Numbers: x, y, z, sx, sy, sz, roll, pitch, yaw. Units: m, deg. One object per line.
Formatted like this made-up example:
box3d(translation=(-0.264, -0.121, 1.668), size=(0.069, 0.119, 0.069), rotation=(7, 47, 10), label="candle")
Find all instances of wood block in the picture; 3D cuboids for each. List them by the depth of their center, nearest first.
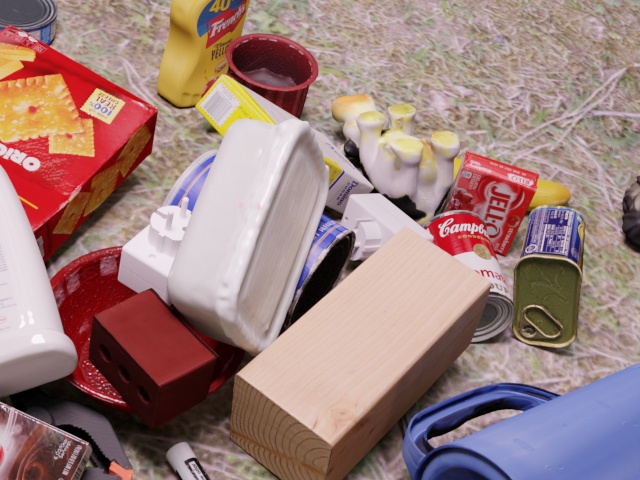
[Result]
box3d(translation=(0.033, 0.092, 0.831), size=(0.091, 0.090, 0.205), rotation=(34, 52, 21), label="wood block")

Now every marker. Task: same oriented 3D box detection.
box3d(translation=(-0.073, 0.195, 0.759), size=(0.020, 0.020, 0.121), rotation=(-18, 54, -32), label="marker")

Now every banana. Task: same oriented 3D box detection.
box3d(translation=(0.161, -0.065, 1.089), size=(0.198, 0.037, 0.069), rotation=(20, 42, 3), label="banana")

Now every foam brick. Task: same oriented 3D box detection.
box3d(translation=(-0.119, 0.083, 0.753), size=(0.051, 0.053, 0.078), rotation=(-28, 58, -38), label="foam brick")

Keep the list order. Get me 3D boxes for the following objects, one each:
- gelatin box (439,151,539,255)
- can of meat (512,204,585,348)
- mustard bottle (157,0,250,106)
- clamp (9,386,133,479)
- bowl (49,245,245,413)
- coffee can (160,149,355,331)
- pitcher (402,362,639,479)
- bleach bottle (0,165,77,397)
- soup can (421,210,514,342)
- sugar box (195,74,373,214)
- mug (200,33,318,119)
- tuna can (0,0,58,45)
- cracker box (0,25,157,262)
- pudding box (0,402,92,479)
box3d(translation=(0.159, -0.035, 1.019), size=(0.073, 0.089, 0.030), rotation=(19, 43, 1), label="gelatin box")
box3d(translation=(0.207, 0.031, 0.959), size=(0.057, 0.102, 0.083), rotation=(6, 38, 16), label="can of meat")
box3d(translation=(-0.109, -0.228, 1.056), size=(0.058, 0.192, 0.096), rotation=(37, 46, 20), label="mustard bottle")
box3d(translation=(-0.207, 0.130, 0.769), size=(0.171, 0.039, 0.120), rotation=(21, 51, 2), label="clamp")
box3d(translation=(-0.140, 0.079, 0.831), size=(0.162, 0.055, 0.162), rotation=(9, 44, -9), label="bowl")
box3d(translation=(-0.056, 0.001, 0.903), size=(0.140, 0.103, 0.102), rotation=(32, 45, 14), label="coffee can")
box3d(translation=(0.189, 0.168, 0.799), size=(0.242, 0.145, 0.149), rotation=(-18, 88, -36), label="pitcher")
box3d(translation=(-0.254, -0.012, 0.775), size=(0.102, 0.068, 0.251), rotation=(-17, 66, -6), label="bleach bottle")
box3d(translation=(0.129, 0.032, 0.957), size=(0.068, 0.069, 0.102), rotation=(3, 46, -15), label="soup can")
box3d(translation=(-0.029, -0.083, 0.973), size=(0.093, 0.048, 0.176), rotation=(49, 11, 30), label="sugar box")
box3d(translation=(-0.066, -0.145, 1.065), size=(0.117, 0.082, 0.093), rotation=(-16, 53, -31), label="mug")
box3d(translation=(-0.317, -0.231, 1.108), size=(0.086, 0.034, 0.086), rotation=(9, 44, -9), label="tuna can")
box3d(translation=(-0.265, -0.072, 0.899), size=(0.164, 0.072, 0.213), rotation=(31, 51, 8), label="cracker box")
box3d(translation=(-0.214, 0.168, 0.699), size=(0.090, 0.039, 0.113), rotation=(23, 69, 5), label="pudding box")
